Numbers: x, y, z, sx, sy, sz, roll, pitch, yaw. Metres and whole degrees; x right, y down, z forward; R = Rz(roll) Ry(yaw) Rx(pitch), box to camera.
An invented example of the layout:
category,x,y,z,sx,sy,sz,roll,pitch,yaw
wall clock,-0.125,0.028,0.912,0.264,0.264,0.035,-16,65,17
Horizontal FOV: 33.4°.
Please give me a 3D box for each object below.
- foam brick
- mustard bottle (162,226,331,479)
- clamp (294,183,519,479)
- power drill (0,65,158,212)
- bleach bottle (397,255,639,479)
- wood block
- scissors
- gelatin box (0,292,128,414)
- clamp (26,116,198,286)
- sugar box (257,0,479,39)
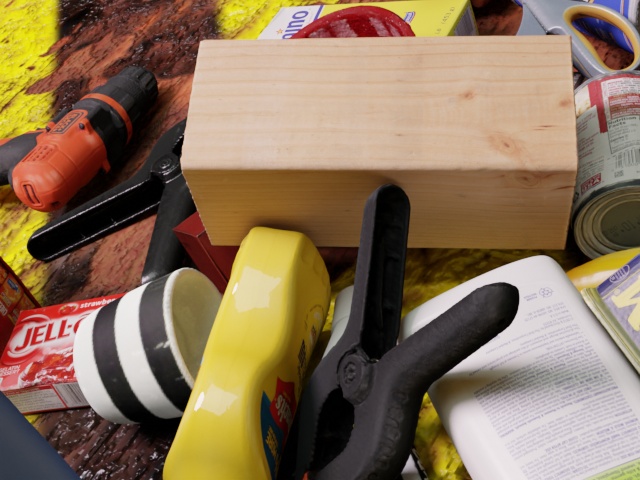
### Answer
category,x,y,z,sx,sy,sz,roll,pitch,yaw
foam brick,-0.055,0.001,0.690,0.051,0.053,0.078,-36,15,-13
mustard bottle,-0.041,0.090,0.571,0.058,0.096,0.191,9,48,9
clamp,0.027,0.058,0.540,0.172,0.039,0.120,-59,31,23
power drill,-0.245,-0.087,0.899,0.188,0.057,0.184,-3,33,28
bleach bottle,0.120,0.118,0.485,0.102,0.068,0.251,-26,42,4
wood block,0.035,-0.054,0.604,0.206,0.091,0.090,0,60,8
scissors,0.130,-0.152,0.713,0.096,0.016,0.202,-41,52,-1
gelatin box,-0.168,0.075,0.708,0.089,0.030,0.073,-9,42,19
clamp,-0.104,-0.039,0.792,0.209,0.036,0.165,-45,40,-20
sugar box,0.026,-0.144,0.833,0.176,0.048,0.093,7,50,32
